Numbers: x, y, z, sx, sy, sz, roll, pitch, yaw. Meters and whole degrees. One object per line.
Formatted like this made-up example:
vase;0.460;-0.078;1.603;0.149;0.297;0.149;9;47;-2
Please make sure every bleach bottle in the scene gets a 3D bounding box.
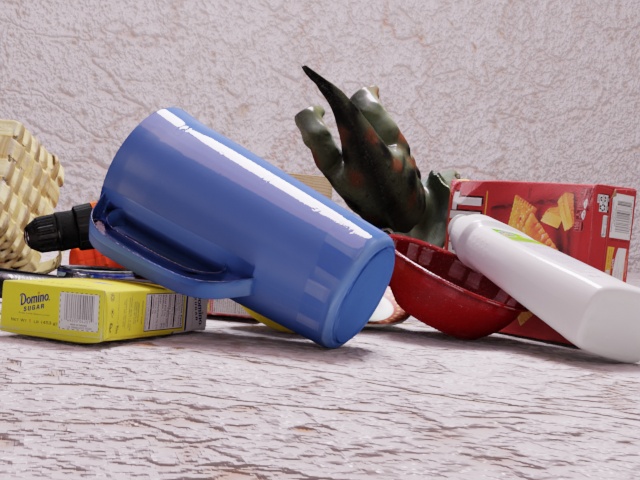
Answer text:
bleach bottle;0.208;0.031;1.030;0.102;0.068;0.251;16;13;-32

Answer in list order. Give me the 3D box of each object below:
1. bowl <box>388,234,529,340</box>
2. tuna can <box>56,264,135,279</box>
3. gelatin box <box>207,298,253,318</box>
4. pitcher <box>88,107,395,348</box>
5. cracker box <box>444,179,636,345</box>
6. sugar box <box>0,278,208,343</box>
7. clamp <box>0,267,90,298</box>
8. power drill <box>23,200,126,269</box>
bowl;0.126;0.053;1.058;0.162;0.055;0.162;23;12;-5
tuna can;-0.245;0.047;1.161;0.086;0.034;0.086;4;1;0
gelatin box;-0.086;0.063;1.089;0.073;0.030;0.089;4;-1;12
pitcher;-0.068;-0.003;0.916;0.243;0.149;0.145;29;-7;21
cracker box;0.223;0.019;1.140;0.071;0.164;0.214;6;1;-36
sugar box;-0.171;0.054;0.878;0.093;0.048;0.176;5;3;19
clamp;-0.247;0.048;1.043;0.171;0.039;0.120;11;3;-29
power drill;-0.246;0.002;1.223;0.184;0.057;0.188;-9;-13;-18
